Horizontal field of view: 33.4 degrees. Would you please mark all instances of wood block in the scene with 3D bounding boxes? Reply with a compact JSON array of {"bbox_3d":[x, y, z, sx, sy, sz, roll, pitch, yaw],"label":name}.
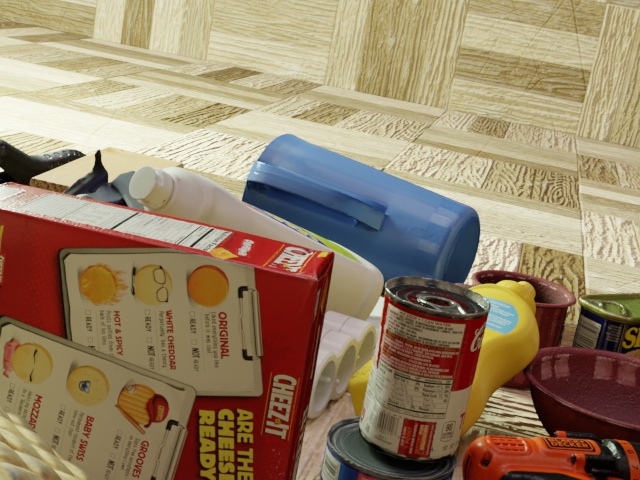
[{"bbox_3d":[-0.214,-0.029,1.078,0.091,0.090,0.206,12,14,6],"label":"wood block"}]

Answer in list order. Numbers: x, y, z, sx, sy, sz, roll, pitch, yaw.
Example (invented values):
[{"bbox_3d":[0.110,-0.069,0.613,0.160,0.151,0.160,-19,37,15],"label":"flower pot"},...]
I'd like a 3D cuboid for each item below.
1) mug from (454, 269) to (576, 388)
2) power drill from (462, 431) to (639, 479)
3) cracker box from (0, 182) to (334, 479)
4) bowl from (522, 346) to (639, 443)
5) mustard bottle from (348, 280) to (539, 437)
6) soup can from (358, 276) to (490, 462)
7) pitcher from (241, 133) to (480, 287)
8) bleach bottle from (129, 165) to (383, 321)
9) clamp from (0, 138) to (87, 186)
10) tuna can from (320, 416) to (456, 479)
[{"bbox_3d":[0.160,0.076,0.950,0.117,0.081,0.093,15,16,18],"label":"mug"},{"bbox_3d":[0.194,0.177,0.650,0.184,0.057,0.188,4,13,-9],"label":"power drill"},{"bbox_3d":[-0.110,0.067,0.644,0.214,0.164,0.072,12,17,8],"label":"cracker box"},{"bbox_3d":[0.229,0.136,0.822,0.162,0.055,0.162,9,15,-3],"label":"bowl"},{"bbox_3d":[0.113,0.082,0.823,0.096,0.058,0.191,5,29,41],"label":"mustard bottle"},{"bbox_3d":[0.065,0.082,0.685,0.068,0.102,0.068,9,15,-3],"label":"soup can"},{"bbox_3d":[0.040,-0.022,1.144,0.243,0.145,0.149,20,38,24],"label":"pitcher"},{"bbox_3d":[-0.056,0.001,0.890,0.103,0.068,0.250,30,1,42],"label":"bleach bottle"},{"bbox_3d":[-0.318,-0.062,1.110,0.165,0.036,0.209,-24,-7,27],"label":"clamp"},{"bbox_3d":[0.044,0.148,0.695,0.086,0.034,0.086,9,15,-3],"label":"tuna can"}]
